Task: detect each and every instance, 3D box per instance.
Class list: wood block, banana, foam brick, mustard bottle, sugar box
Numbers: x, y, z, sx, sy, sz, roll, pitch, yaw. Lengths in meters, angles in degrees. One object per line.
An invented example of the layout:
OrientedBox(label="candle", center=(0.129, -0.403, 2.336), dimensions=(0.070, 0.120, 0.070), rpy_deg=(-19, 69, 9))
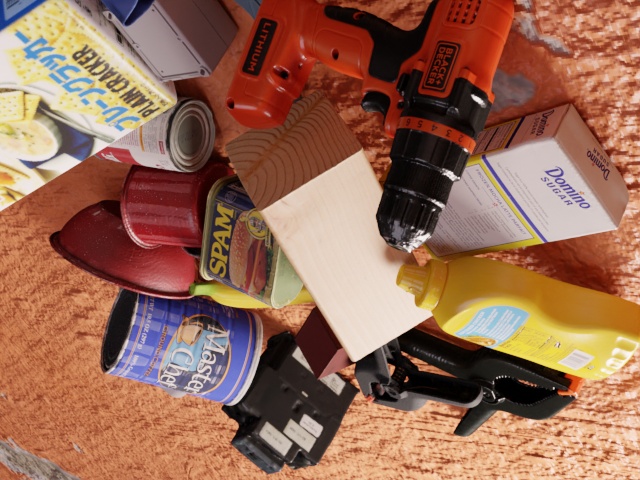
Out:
OrientedBox(label="wood block", center=(0.013, -0.007, 0.869), dimensions=(0.206, 0.091, 0.090), rpy_deg=(60, 180, -45))
OrientedBox(label="banana", center=(-0.023, 0.044, 1.027), dimensions=(0.198, 0.069, 0.037), rpy_deg=(-8, 93, 15))
OrientedBox(label="foam brick", center=(0.015, 0.094, 1.061), dimensions=(0.051, 0.052, 0.078), rpy_deg=(60, 151, 19))
OrientedBox(label="mustard bottle", center=(0.153, 0.056, 0.859), dimensions=(0.191, 0.058, 0.096), rpy_deg=(17, 153, -8))
OrientedBox(label="sugar box", center=(0.137, -0.039, 0.816), dimensions=(0.177, 0.048, 0.093), rpy_deg=(-14, 124, 45))

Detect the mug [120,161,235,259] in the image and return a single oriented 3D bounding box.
OrientedBox(label="mug", center=(-0.125, -0.026, 1.015), dimensions=(0.082, 0.093, 0.117), rpy_deg=(5, 132, 30))

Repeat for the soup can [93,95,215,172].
OrientedBox(label="soup can", center=(-0.154, -0.100, 0.967), dimensions=(0.102, 0.068, 0.068), rpy_deg=(10, 140, 31))

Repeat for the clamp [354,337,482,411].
OrientedBox(label="clamp", center=(0.071, 0.124, 1.025), dimensions=(0.120, 0.039, 0.172), rpy_deg=(45, 153, -8))

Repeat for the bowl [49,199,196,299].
OrientedBox(label="bowl", center=(-0.191, 0.001, 1.093), dimensions=(0.162, 0.162, 0.055), rpy_deg=(25, 101, 14))

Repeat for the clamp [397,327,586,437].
OrientedBox(label="clamp", center=(0.155, 0.127, 1.012), dimensions=(0.164, 0.036, 0.210), rpy_deg=(47, 148, -18))

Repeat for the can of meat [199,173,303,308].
OrientedBox(label="can of meat", center=(-0.056, 0.001, 0.962), dimensions=(0.084, 0.057, 0.102), rpy_deg=(24, 117, 29))

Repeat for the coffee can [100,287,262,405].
OrientedBox(label="coffee can", center=(-0.145, 0.105, 1.109), dimensions=(0.140, 0.103, 0.103), rpy_deg=(18, 152, -22))

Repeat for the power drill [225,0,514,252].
OrientedBox(label="power drill", center=(0.027, -0.097, 0.738), dimensions=(0.188, 0.184, 0.057), rpy_deg=(18, 174, 32))
